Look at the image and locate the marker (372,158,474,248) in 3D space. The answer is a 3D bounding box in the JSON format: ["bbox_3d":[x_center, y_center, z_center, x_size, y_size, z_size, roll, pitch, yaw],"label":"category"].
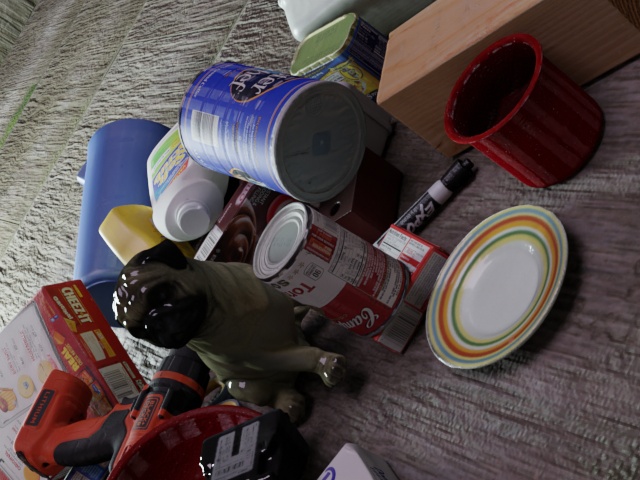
[{"bbox_3d":[0.084,-0.024,0.895,0.121,0.020,0.020,-46,30,21],"label":"marker"}]

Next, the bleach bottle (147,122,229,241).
[{"bbox_3d":[-0.133,-0.063,1.119,0.102,0.068,0.251,-45,20,7],"label":"bleach bottle"}]

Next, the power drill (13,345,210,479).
[{"bbox_3d":[-0.191,0.156,1.013,0.188,0.057,0.184,-10,43,35],"label":"power drill"}]

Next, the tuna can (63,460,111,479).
[{"bbox_3d":[-0.231,0.237,1.078,0.086,0.034,0.086,-57,-3,-5],"label":"tuna can"}]

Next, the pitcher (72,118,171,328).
[{"bbox_3d":[-0.218,-0.022,1.276,0.149,0.144,0.243,-49,31,42],"label":"pitcher"}]

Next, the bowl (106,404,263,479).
[{"bbox_3d":[-0.096,0.211,0.868,0.162,0.055,0.162,-15,34,10],"label":"bowl"}]

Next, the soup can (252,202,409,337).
[{"bbox_3d":[0.008,0.022,0.815,0.069,0.102,0.068,-40,33,33],"label":"soup can"}]

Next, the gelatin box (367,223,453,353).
[{"bbox_3d":[0.062,0.038,0.858,0.089,0.030,0.073,-59,27,1],"label":"gelatin box"}]

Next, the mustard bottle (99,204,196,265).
[{"bbox_3d":[-0.148,0.041,1.104,0.058,0.096,0.192,-53,54,12],"label":"mustard bottle"}]

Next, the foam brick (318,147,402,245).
[{"bbox_3d":[0.034,-0.034,0.949,0.053,0.051,0.078,-30,39,42],"label":"foam brick"}]

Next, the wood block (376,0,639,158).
[{"bbox_3d":[0.152,-0.161,0.848,0.207,0.090,0.090,-29,39,43],"label":"wood block"}]

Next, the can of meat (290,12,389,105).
[{"bbox_3d":[0.031,-0.172,1.058,0.102,0.083,0.057,-18,48,51],"label":"can of meat"}]

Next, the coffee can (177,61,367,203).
[{"bbox_3d":[-0.044,-0.097,0.935,0.141,0.102,0.103,20,79,46],"label":"coffee can"}]

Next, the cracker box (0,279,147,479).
[{"bbox_3d":[-0.301,0.171,1.174,0.214,0.072,0.164,-43,75,26],"label":"cracker box"}]

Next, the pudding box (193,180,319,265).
[{"bbox_3d":[-0.057,0.001,1.019,0.113,0.090,0.039,-55,26,6],"label":"pudding box"}]

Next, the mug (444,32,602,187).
[{"bbox_3d":[0.146,-0.092,0.798,0.117,0.081,0.093,10,71,60],"label":"mug"}]
